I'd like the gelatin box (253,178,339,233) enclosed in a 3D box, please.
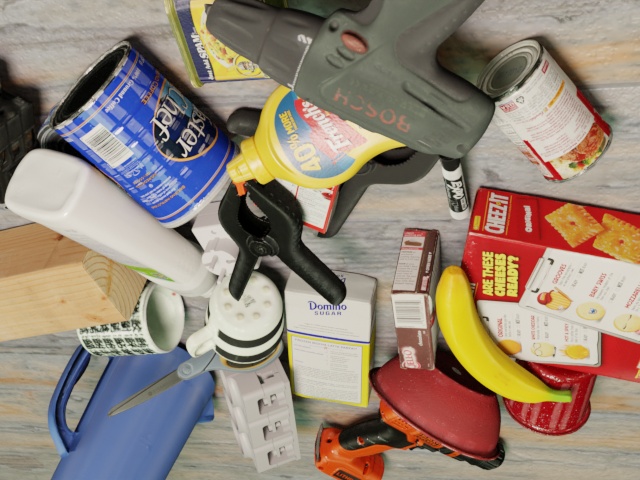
[{"bbox_3d":[-0.018,-0.054,0.963,0.073,0.030,0.089,22,144,5],"label":"gelatin box"}]

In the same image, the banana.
[{"bbox_3d":[0.157,0.097,1.007,0.070,0.037,0.197,-31,119,27],"label":"banana"}]

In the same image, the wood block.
[{"bbox_3d":[-0.298,0.040,1.153,0.206,0.090,0.090,-11,131,27],"label":"wood block"}]

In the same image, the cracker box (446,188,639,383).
[{"bbox_3d":[0.237,0.045,1.003,0.214,0.072,0.164,11,137,8],"label":"cracker box"}]

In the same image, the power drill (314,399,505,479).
[{"bbox_3d":[0.099,0.242,1.262,0.184,0.057,0.188,34,134,-27],"label":"power drill"}]

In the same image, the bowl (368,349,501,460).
[{"bbox_3d":[0.132,0.160,1.125,0.162,0.162,0.055,27,102,-11],"label":"bowl"}]

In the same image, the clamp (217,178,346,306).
[{"bbox_3d":[-0.057,0.001,0.992,0.120,0.039,0.171,-10,127,23],"label":"clamp"}]

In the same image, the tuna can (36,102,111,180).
[{"bbox_3d":[-0.230,-0.093,1.034,0.086,0.033,0.086,9,137,8],"label":"tuna can"}]

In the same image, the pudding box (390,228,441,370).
[{"bbox_3d":[0.097,0.058,1.048,0.039,0.090,0.113,3,135,12],"label":"pudding box"}]

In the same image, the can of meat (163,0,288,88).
[{"bbox_3d":[-0.072,-0.178,0.879,0.084,0.057,0.102,-1,135,16],"label":"can of meat"}]

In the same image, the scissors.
[{"bbox_3d":[-0.141,0.120,1.155,0.201,0.096,0.016,-14,163,-2],"label":"scissors"}]

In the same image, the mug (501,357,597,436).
[{"bbox_3d":[0.226,0.135,1.090,0.117,0.093,0.081,12,133,10],"label":"mug"}]

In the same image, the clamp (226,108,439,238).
[{"bbox_3d":[0.026,-0.086,0.959,0.210,0.036,0.164,-22,125,39],"label":"clamp"}]

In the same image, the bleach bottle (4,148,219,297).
[{"bbox_3d":[-0.187,-0.002,1.060,0.103,0.068,0.250,15,165,37],"label":"bleach bottle"}]

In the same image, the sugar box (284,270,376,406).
[{"bbox_3d":[0.012,0.105,1.158,0.093,0.048,0.176,9,133,9],"label":"sugar box"}]

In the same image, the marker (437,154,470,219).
[{"bbox_3d":[0.119,-0.052,0.947,0.020,0.020,0.121,3,156,14],"label":"marker"}]

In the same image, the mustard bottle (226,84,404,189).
[{"bbox_3d":[0.009,-0.097,0.883,0.192,0.058,0.096,-26,97,12],"label":"mustard bottle"}]

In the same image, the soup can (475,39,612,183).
[{"bbox_3d":[0.180,-0.104,0.867,0.069,0.068,0.102,-27,122,37],"label":"soup can"}]

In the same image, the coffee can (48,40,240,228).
[{"bbox_3d":[-0.157,-0.094,0.960,0.103,0.102,0.140,-26,123,37],"label":"coffee can"}]

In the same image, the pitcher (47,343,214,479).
[{"bbox_3d":[-0.234,0.233,1.223,0.149,0.242,0.145,11,139,16],"label":"pitcher"}]
